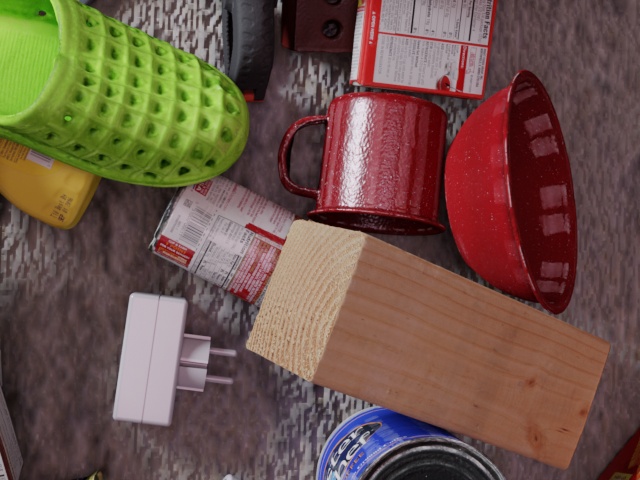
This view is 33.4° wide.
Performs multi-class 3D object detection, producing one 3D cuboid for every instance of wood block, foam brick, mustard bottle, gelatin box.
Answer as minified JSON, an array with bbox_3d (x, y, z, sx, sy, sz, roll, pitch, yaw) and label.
[{"bbox_3d":[0.071,0.067,0.677,0.205,0.091,0.090,23,86,-29],"label":"wood block"},{"bbox_3d":[0.004,-0.166,0.719,0.053,0.051,0.078,-1,105,-12],"label":"foam brick"},{"bbox_3d":[-0.230,-0.087,0.698,0.191,0.058,0.096,25,85,-6],"label":"mustard bottle"},{"bbox_3d":[0.067,-0.132,0.695,0.089,0.030,0.073,4,97,-16],"label":"gelatin box"}]

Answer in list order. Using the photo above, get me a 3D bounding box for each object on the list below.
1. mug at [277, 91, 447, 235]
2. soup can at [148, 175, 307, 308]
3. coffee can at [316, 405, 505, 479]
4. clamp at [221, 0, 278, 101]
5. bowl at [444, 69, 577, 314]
[{"bbox_3d":[0.030,-0.052,0.714,0.117,0.093,0.081,7,83,-4],"label":"mug"},{"bbox_3d":[-0.055,0.001,0.712,0.102,0.068,0.068,28,86,-5],"label":"soup can"},{"bbox_3d":[0.056,0.166,0.685,0.102,0.140,0.103,0,89,-7],"label":"coffee can"},{"bbox_3d":[-0.044,-0.165,0.686,0.039,0.120,0.171,-3,114,-6],"label":"clamp"},{"bbox_3d":[0.124,-0.029,0.710,0.055,0.161,0.162,-8,90,27],"label":"bowl"}]
